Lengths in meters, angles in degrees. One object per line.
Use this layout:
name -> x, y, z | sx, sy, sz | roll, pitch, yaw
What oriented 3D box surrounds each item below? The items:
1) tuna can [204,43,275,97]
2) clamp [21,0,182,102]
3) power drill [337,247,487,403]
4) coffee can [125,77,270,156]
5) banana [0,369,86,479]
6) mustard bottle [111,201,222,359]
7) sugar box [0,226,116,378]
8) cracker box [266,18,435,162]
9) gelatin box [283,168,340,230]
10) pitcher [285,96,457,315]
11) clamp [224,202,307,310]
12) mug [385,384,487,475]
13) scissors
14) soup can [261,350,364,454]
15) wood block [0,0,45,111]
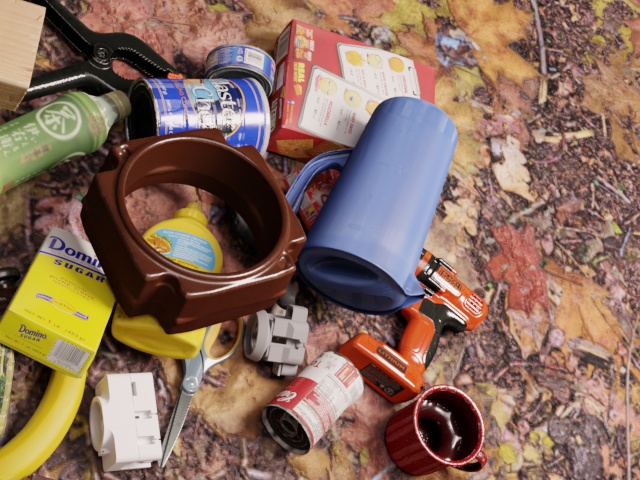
tuna can -> -0.099, -0.201, 1.302 | 0.086, 0.086, 0.033 | 15, 62, -21
clamp -> -0.266, -0.220, 1.252 | 0.209, 0.036, 0.164 | 6, 65, -27
power drill -> 0.097, 0.086, 1.281 | 0.184, 0.057, 0.187 | 38, 56, -2
coffee can -> -0.143, -0.137, 1.236 | 0.140, 0.103, 0.103 | -5, 69, -29
banana -> -0.282, 0.177, 1.050 | 0.069, 0.037, 0.197 | 42, 54, -4
mustard bottle -> -0.158, 0.033, 1.163 | 0.096, 0.058, 0.191 | 15, 51, -5
sugar box -> -0.255, 0.057, 1.067 | 0.093, 0.048, 0.176 | 29, 26, -14
cracker box -> 0.039, -0.170, 1.368 | 0.213, 0.072, 0.164 | 15, 62, -22
gelatin box -> 0.006, -0.052, 1.302 | 0.089, 0.030, 0.073 | -8, 67, -50
pitcher -> 0.063, -0.049, 1.229 | 0.149, 0.145, 0.242 | 44, 56, -33
clamp -> -0.058, 0.002, 1.249 | 0.171, 0.039, 0.120 | 42, 37, -1
mug -> 0.136, 0.227, 1.218 | 0.117, 0.082, 0.093 | 34, 55, -9
scissors -> -0.153, 0.139, 1.149 | 0.096, 0.016, 0.201 | 38, 54, -4
soup can -> -0.007, 0.177, 1.175 | 0.068, 0.069, 0.102 | 48, 54, 1
wood block -> -0.388, -0.207, 1.052 | 0.205, 0.090, 0.091 | 14, 75, -22
